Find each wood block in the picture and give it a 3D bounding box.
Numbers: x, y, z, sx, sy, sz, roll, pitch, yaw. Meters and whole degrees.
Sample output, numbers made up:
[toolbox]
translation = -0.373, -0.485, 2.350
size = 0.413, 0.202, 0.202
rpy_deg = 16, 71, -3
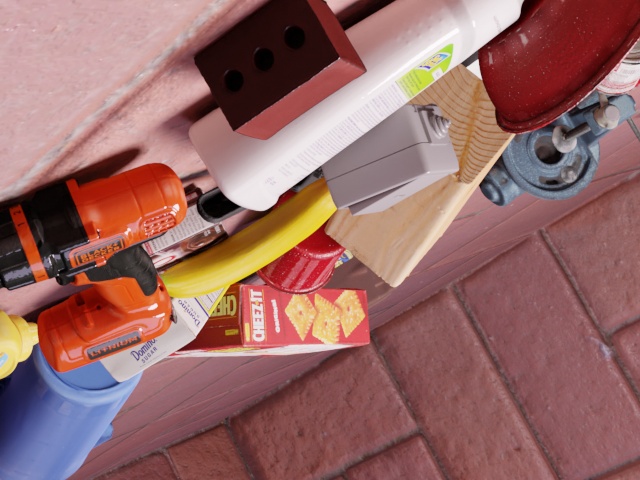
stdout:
[wood block]
translation = 0.083, -0.054, 0.919
size = 0.090, 0.090, 0.206
rpy_deg = -48, 173, -27

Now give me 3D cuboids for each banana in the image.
[banana]
translation = -0.055, 0.003, 0.880
size = 0.198, 0.037, 0.069
rpy_deg = -30, 174, 11

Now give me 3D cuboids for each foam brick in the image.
[foam brick]
translation = -0.023, -0.102, 0.619
size = 0.078, 0.053, 0.051
rpy_deg = -33, 170, 19

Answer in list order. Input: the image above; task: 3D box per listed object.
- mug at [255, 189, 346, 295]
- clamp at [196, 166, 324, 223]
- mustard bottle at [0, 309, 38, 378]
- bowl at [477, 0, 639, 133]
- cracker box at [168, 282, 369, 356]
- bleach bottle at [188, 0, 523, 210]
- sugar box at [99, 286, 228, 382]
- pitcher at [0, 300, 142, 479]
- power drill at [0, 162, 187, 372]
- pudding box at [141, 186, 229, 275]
[mug]
translation = -0.011, -0.012, 1.058
size = 0.117, 0.093, 0.082
rpy_deg = -59, -178, -31
[clamp]
translation = 0.005, -0.078, 0.870
size = 0.165, 0.036, 0.209
rpy_deg = -39, 170, 24
[mustard bottle]
translation = -0.297, 0.092, 0.841
size = 0.096, 0.058, 0.191
rpy_deg = -36, 168, 31
[bowl]
translation = 0.159, -0.153, 0.731
size = 0.162, 0.055, 0.162
rpy_deg = -48, -161, 21
[cracker box]
translation = -0.073, 0.089, 1.172
size = 0.164, 0.072, 0.213
rpy_deg = -10, 169, 38
[bleach bottle]
translation = 0.038, -0.114, 0.708
size = 0.251, 0.068, 0.102
rpy_deg = -33, 173, 9
[sugar box]
translation = -0.136, 0.059, 0.989
size = 0.093, 0.048, 0.176
rpy_deg = -32, -166, 21
[pitcher]
translation = -0.271, 0.150, 1.064
size = 0.149, 0.145, 0.243
rpy_deg = -37, 174, -39
[power drill]
translation = -0.178, 0.030, 0.753
size = 0.184, 0.057, 0.188
rpy_deg = -20, 156, -12
[pudding box]
translation = -0.126, -0.001, 0.897
size = 0.090, 0.039, 0.113
rpy_deg = -27, 170, -4
